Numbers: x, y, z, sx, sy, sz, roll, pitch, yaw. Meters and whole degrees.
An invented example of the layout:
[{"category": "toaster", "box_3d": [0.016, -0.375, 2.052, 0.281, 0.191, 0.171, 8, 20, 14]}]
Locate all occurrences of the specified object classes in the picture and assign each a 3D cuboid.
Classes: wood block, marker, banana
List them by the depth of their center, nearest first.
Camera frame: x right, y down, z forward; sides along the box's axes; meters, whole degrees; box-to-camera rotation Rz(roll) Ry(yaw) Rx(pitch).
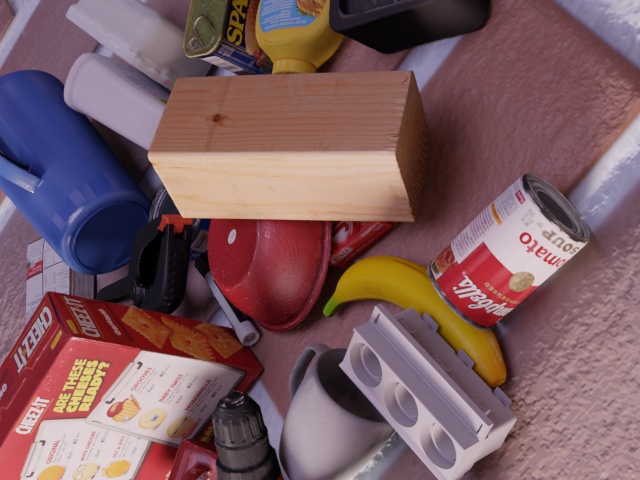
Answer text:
[{"category": "banana", "box_3d": [0.077, 0.053, 0.853, 0.198, 0.037, 0.070, 21, 115, 48]}, {"category": "wood block", "box_3d": [-0.022, -0.077, 0.878, 0.206, 0.090, 0.090, 2, 56, 19]}, {"category": "marker", "box_3d": [-0.092, 0.054, 1.027, 0.020, 0.020, 0.121, -53, 47, 19]}]

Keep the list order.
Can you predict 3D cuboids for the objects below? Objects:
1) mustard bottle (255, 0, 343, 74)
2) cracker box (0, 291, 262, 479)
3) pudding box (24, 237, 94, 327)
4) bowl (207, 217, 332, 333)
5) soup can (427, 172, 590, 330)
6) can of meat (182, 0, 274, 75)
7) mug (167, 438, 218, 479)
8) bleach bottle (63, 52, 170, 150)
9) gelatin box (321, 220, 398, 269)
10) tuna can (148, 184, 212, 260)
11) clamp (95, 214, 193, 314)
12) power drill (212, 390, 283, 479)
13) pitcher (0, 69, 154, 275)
[{"category": "mustard bottle", "box_3d": [-0.016, -0.224, 1.011, 0.096, 0.058, 0.191, 0, 77, 36]}, {"category": "cracker box", "box_3d": [-0.181, 0.141, 0.948, 0.164, 0.213, 0.072, -55, 47, 17]}, {"category": "pudding box", "box_3d": [-0.297, 0.046, 1.219, 0.090, 0.039, 0.113, -21, 65, 37]}, {"category": "bowl", "box_3d": [-0.056, 0.001, 0.957, 0.162, 0.055, 0.162, -13, 74, 55]}, {"category": "soup can", "box_3d": [0.137, 0.008, 0.780, 0.102, 0.068, 0.068, -46, 50, 24]}, {"category": "can of meat", "box_3d": [-0.081, -0.217, 1.055, 0.058, 0.083, 0.102, -1, 77, 44]}, {"category": "mug", "box_3d": [-0.099, 0.220, 0.917, 0.093, 0.117, 0.081, 15, 83, 22]}, {"category": "bleach bottle", "box_3d": [-0.166, -0.120, 1.093, 0.251, 0.102, 0.068, 35, 105, 46]}, {"category": "gelatin box", "box_3d": [0.022, -0.031, 0.933, 0.073, 0.030, 0.089, -40, 52, 30]}, {"category": "tuna can", "box_3d": [-0.135, -0.024, 1.083, 0.086, 0.033, 0.086, -16, 67, 41]}, {"category": "clamp", "box_3d": [-0.168, 0.061, 1.057, 0.210, 0.036, 0.165, -57, 47, 41]}, {"category": "power drill", "box_3d": [-0.022, 0.222, 0.807, 0.188, 0.057, 0.184, 29, 134, 59]}, {"category": "pitcher", "box_3d": [-0.290, -0.074, 1.158, 0.243, 0.149, 0.145, 45, 151, 36]}]
